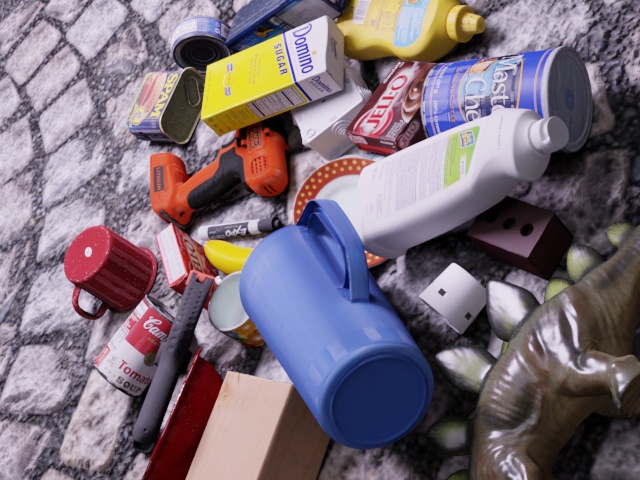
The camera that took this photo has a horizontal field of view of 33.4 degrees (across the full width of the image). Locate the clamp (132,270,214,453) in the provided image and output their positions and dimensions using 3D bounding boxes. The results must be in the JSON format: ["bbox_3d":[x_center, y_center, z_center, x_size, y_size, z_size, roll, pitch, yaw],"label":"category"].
[{"bbox_3d":[-0.161,0.132,1.151,0.165,0.036,0.210,139,150,-79],"label":"clamp"}]

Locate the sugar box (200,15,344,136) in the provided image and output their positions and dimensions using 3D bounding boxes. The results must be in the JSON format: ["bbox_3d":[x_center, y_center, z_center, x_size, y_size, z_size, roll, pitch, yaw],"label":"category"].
[{"bbox_3d":[-0.057,-0.195,1.268,0.176,0.048,0.093,-20,50,27],"label":"sugar box"}]

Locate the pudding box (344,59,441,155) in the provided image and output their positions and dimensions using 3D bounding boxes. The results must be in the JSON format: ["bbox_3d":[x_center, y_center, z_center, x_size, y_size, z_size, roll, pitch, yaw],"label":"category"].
[{"bbox_3d":[0.092,-0.146,1.181,0.113,0.039,0.090,-52,36,-15],"label":"pudding box"}]

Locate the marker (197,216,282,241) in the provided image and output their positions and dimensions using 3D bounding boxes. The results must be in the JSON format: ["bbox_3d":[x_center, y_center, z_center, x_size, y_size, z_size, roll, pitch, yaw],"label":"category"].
[{"bbox_3d":[-0.096,-0.014,1.278,0.121,0.020,0.020,-7,60,36],"label":"marker"}]

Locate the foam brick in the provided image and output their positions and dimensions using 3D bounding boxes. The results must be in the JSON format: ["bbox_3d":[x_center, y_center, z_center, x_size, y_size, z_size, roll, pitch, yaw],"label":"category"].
[{"bbox_3d":[0.191,-0.005,1.024,0.078,0.051,0.053,24,79,44],"label":"foam brick"}]

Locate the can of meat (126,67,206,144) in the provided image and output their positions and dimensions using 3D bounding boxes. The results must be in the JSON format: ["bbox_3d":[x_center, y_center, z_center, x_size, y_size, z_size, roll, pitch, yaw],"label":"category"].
[{"bbox_3d":[-0.208,-0.182,1.447,0.084,0.057,0.102,6,67,43],"label":"can of meat"}]

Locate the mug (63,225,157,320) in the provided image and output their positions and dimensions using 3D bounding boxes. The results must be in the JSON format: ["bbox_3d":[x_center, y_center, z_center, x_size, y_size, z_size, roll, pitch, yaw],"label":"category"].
[{"bbox_3d":[-0.272,0.043,1.337,0.093,0.081,0.117,19,76,43],"label":"mug"}]

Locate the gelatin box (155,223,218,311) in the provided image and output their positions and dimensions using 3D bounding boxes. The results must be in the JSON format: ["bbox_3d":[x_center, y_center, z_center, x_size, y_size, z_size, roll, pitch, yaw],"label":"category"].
[{"bbox_3d":[-0.153,0.032,1.256,0.030,0.073,0.089,-36,46,14],"label":"gelatin box"}]

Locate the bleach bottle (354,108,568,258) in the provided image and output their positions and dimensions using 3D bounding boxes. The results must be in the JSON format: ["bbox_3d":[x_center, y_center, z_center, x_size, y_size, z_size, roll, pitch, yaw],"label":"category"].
[{"bbox_3d":[0.134,-0.058,1.026,0.251,0.068,0.102,-21,59,52],"label":"bleach bottle"}]

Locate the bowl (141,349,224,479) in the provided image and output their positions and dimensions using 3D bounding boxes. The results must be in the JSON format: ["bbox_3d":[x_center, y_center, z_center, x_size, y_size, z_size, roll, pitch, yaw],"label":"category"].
[{"bbox_3d":[-0.136,0.198,1.119,0.162,0.055,0.162,-158,92,-86],"label":"bowl"}]

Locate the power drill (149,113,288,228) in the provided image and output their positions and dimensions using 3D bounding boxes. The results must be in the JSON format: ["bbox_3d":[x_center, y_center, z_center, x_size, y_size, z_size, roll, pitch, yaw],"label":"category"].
[{"bbox_3d":[-0.127,-0.109,1.335,0.188,0.057,0.184,-26,50,24],"label":"power drill"}]

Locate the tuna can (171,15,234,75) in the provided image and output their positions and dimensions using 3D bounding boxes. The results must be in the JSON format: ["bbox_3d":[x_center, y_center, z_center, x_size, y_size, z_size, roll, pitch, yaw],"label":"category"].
[{"bbox_3d":[-0.158,-0.261,1.435,0.086,0.086,0.034,-20,54,28],"label":"tuna can"}]

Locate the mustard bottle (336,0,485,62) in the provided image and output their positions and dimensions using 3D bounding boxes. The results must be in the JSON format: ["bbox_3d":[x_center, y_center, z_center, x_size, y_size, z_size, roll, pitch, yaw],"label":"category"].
[{"bbox_3d":[0.108,-0.254,1.239,0.192,0.058,0.096,13,81,42],"label":"mustard bottle"}]

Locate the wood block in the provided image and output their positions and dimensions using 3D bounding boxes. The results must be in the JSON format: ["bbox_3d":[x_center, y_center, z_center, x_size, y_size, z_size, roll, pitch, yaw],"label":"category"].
[{"bbox_3d":[-0.071,0.245,1.048,0.091,0.090,0.206,5,66,40],"label":"wood block"}]

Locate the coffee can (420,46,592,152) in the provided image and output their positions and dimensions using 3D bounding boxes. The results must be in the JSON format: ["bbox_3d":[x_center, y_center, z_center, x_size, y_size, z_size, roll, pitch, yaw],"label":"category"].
[{"bbox_3d":[0.187,-0.135,1.072,0.141,0.102,0.102,-1,63,38],"label":"coffee can"}]

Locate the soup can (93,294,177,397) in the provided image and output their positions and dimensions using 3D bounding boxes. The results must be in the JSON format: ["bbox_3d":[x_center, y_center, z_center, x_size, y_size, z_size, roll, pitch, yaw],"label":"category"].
[{"bbox_3d":[-0.208,0.124,1.246,0.102,0.068,0.069,-52,45,1],"label":"soup can"}]

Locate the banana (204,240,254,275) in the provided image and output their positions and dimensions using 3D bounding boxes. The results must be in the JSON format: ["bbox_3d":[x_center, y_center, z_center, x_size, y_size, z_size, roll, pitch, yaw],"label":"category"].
[{"bbox_3d":[-0.058,0.015,1.220,0.198,0.037,0.069,-13,47,32],"label":"banana"}]

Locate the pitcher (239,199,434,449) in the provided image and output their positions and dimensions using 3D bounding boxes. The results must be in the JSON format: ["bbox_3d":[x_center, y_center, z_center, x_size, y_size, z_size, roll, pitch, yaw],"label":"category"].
[{"bbox_3d":[0.015,0.078,1.004,0.145,0.149,0.243,-39,30,1],"label":"pitcher"}]
